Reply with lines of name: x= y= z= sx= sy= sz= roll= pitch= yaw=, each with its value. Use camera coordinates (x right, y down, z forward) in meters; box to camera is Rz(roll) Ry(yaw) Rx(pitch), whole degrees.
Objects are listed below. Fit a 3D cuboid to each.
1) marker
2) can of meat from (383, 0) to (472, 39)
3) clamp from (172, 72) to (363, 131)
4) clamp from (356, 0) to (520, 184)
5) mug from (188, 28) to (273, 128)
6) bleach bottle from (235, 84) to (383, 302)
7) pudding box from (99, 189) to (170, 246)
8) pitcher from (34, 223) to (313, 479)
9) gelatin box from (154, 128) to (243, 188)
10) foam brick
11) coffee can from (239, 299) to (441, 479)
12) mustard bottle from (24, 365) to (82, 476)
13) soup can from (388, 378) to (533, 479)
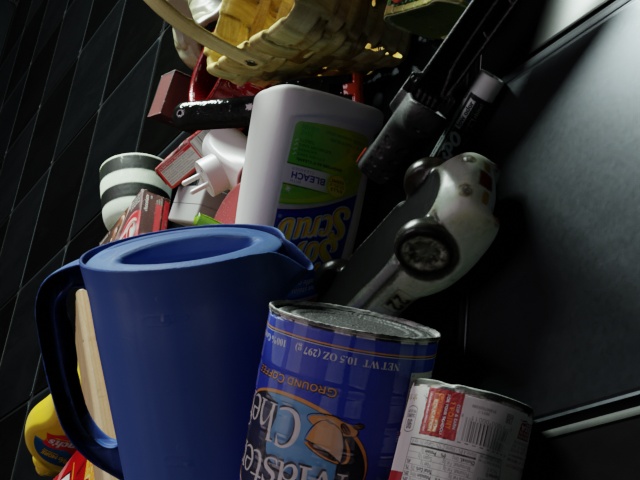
marker: x=0.085 y=-0.059 z=0.723 sx=0.121 sy=0.020 sz=0.020 roll=-60 pitch=27 yaw=19
can of meat: x=0.094 y=-0.194 z=0.762 sx=0.102 sy=0.057 sz=0.084 roll=6 pitch=79 yaw=64
clamp: x=-0.027 y=-0.109 z=0.911 sx=0.172 sy=0.120 sz=0.039 roll=-4 pitch=88 yaw=32
clamp: x=0.065 y=-0.086 z=0.699 sx=0.164 sy=0.036 sz=0.210 roll=-56 pitch=2 yaw=-34
mug: x=-0.067 y=-0.150 z=1.018 sx=0.093 sy=0.081 sz=0.117 roll=-66 pitch=25 yaw=8
bleach bottle: x=-0.018 y=0.016 z=0.804 sx=0.068 sy=0.102 sz=0.251 roll=-7 pitch=74 yaw=59
pudding box: x=-0.198 y=0.015 z=1.107 sx=0.114 sy=0.039 sz=0.090 roll=-46 pitch=32 yaw=42
pitcher: x=-0.088 y=0.114 z=0.709 sx=0.149 sy=0.144 sz=0.243 roll=11 pitch=109 yaw=54
gelatin box: x=-0.120 y=-0.097 z=1.086 sx=0.089 sy=0.030 sz=0.073 roll=-37 pitch=9 yaw=23
foam brick: x=-0.140 y=-0.146 z=1.167 sx=0.053 sy=0.078 sz=0.051 roll=2 pitch=74 yaw=66
coffee can: x=0.008 y=0.114 z=0.625 sx=0.103 sy=0.102 sz=0.140 roll=17 pitch=98 yaw=65
mustard bottle: x=-0.257 y=0.195 z=1.125 sx=0.192 sy=0.096 sz=0.058 roll=-49 pitch=33 yaw=37
soup can: x=0.069 y=0.130 z=0.560 sx=0.069 sy=0.068 sz=0.102 roll=-8 pitch=64 yaw=62
